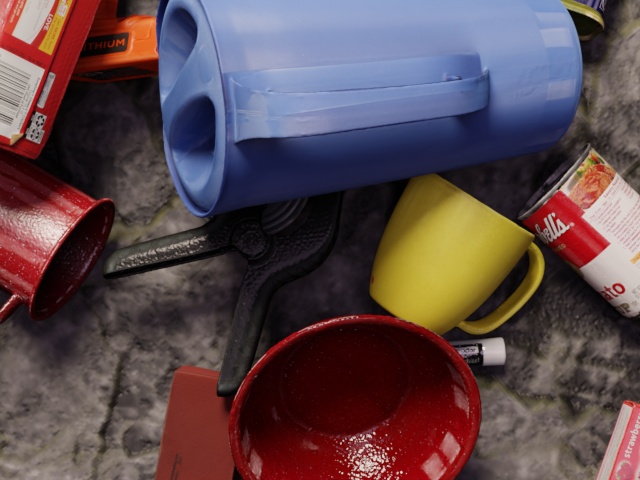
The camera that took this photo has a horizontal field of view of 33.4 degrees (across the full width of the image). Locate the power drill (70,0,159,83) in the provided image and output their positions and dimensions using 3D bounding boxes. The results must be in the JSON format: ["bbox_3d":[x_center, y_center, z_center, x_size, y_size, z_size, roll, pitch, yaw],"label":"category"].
[{"bbox_3d":[-0.119,-0.203,0.696,0.185,0.057,0.187,-4,88,27],"label":"power drill"}]

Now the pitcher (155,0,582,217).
[{"bbox_3d":[0.034,-0.091,0.626,0.242,0.145,0.149,-9,59,-22],"label":"pitcher"}]

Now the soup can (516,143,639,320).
[{"bbox_3d":[0.191,-0.005,0.708,0.102,0.068,0.068,43,89,1],"label":"soup can"}]

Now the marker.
[{"bbox_3d":[0.065,0.079,0.730,0.121,0.020,0.020,-3,88,0],"label":"marker"}]

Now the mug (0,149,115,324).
[{"bbox_3d":[-0.201,0.002,0.697,0.081,0.093,0.117,30,68,6],"label":"mug"}]

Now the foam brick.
[{"bbox_3d":[-0.076,0.126,0.714,0.053,0.051,0.078,11,88,1],"label":"foam brick"}]

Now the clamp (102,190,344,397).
[{"bbox_3d":[-0.055,0.001,0.689,0.120,0.039,0.171,37,82,1],"label":"clamp"}]

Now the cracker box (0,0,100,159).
[{"bbox_3d":[-0.235,-0.156,0.668,0.214,0.072,0.164,19,88,34],"label":"cracker box"}]

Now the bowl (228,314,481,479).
[{"bbox_3d":[0.020,0.107,0.695,0.162,0.055,0.162,-3,116,-6],"label":"bowl"}]
